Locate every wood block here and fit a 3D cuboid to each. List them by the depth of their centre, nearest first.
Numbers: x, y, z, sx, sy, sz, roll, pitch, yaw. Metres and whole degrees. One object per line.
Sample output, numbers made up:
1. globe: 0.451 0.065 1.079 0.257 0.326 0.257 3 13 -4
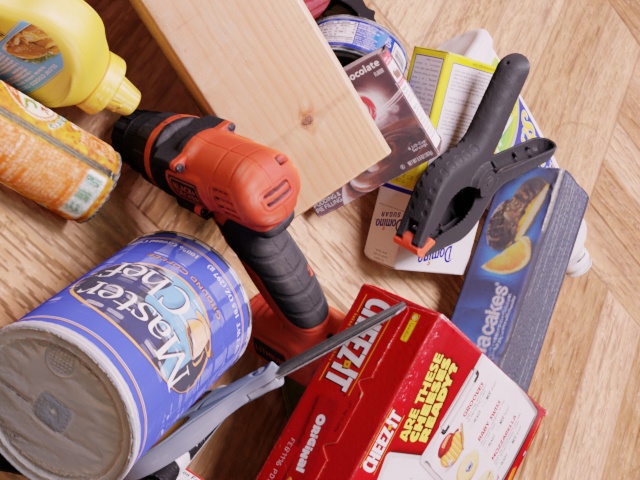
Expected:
1. wood block: -0.051 -0.126 0.710 0.091 0.090 0.206 -34 111 -4

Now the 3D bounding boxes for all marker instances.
1. marker: -0.083 0.129 0.684 0.020 0.020 0.121 62 25 -10

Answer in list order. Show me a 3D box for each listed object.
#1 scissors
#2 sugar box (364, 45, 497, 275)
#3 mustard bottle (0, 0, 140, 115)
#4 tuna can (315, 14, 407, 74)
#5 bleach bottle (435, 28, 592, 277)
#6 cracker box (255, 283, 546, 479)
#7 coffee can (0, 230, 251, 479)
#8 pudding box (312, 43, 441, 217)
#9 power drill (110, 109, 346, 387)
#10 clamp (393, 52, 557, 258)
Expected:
1. scissors: -0.045 0.093 0.633 0.016 0.202 0.096 60 23 -8
2. sugar box: 0.098 -0.062 0.875 0.093 0.048 0.176 7 103 -43
3. mustard bottle: -0.189 -0.131 0.638 0.191 0.096 0.058 33 56 -32
4. tuna can: 0.024 -0.138 0.849 0.086 0.086 0.033 35 57 -31
5. bleach bottle: 0.181 -0.068 0.994 0.250 0.068 0.102 50 52 -23
6. cracker box: 0.059 0.145 0.720 0.213 0.072 0.164 40 76 -51
7. coffee can: -0.116 0.066 0.619 0.103 0.103 0.140 62 30 -9
8. pudding box: 0.023 -0.083 0.812 0.090 0.114 0.039 57 21 -15
9. power drill: -0.055 0.001 0.703 0.057 0.185 0.187 -41 126 -18
10. clamp: 0.127 -0.052 0.845 0.171 0.039 0.120 -52 135 -3
